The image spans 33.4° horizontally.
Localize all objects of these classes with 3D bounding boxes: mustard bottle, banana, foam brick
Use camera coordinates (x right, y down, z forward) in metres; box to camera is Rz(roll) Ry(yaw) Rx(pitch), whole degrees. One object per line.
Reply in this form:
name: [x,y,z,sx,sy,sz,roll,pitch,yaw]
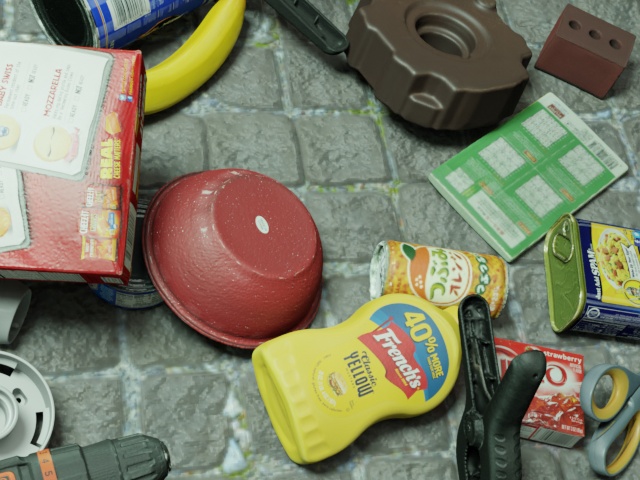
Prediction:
mustard bottle: [0.049,0.094,0.825,0.191,0.058,0.096,-20,83,-24]
banana: [-0.129,-0.157,0.939,0.037,0.069,0.197,19,40,38]
foam brick: [0.264,-0.189,1.064,0.078,0.051,0.053,26,56,2]

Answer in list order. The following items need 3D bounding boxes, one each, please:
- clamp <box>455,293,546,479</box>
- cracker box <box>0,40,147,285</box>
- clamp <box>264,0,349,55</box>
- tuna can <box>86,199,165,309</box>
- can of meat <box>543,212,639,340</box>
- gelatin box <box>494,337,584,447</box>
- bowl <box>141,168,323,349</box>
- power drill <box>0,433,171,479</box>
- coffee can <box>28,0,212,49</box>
clamp: [0.127,0.133,0.770,0.039,0.120,0.171,-4,100,-8]
cracker box: [-0.236,-0.056,0.757,0.213,0.072,0.164,3,79,-4]
clamp: [-0.061,-0.252,0.984,0.210,0.164,0.036,12,38,39]
tuna can: [-0.147,0.011,0.846,0.086,0.034,0.086,6,58,-10]
can of meat: [0.245,0.033,0.919,0.084,0.057,0.102,9,58,-12]
gelatin box: [0.167,0.121,0.860,0.089,0.030,0.073,13,56,-7]
bowl: [-0.055,0.001,0.836,0.161,0.055,0.162,17,53,-25]
power drill: [-0.162,0.218,0.650,0.184,0.057,0.188,-14,59,-16]
coffee can: [-0.174,-0.229,0.946,0.140,0.103,0.103,-36,73,-30]
